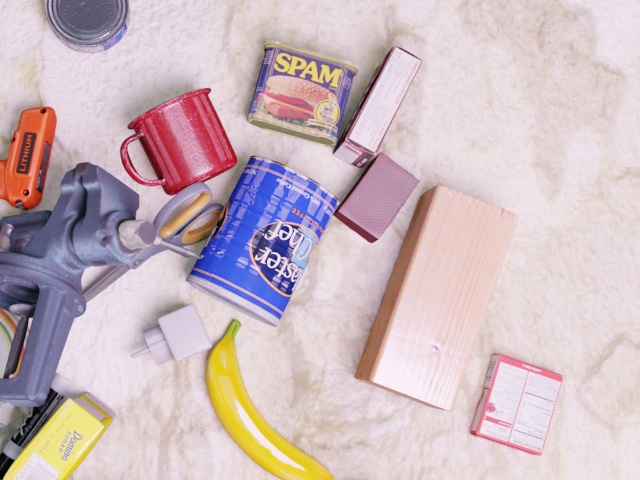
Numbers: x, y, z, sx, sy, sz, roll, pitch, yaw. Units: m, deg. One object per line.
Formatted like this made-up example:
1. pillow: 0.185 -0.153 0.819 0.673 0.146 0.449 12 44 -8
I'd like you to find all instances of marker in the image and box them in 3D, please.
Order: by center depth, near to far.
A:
1. marker: -0.289 0.186 1.059 0.020 0.020 0.121 35 82 -2

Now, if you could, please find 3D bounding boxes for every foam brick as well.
1. foam brick: 0.057 -0.043 1.105 0.053 0.051 0.078 37 82 -2

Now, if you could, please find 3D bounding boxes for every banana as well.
1. banana: -0.062 0.179 1.075 0.069 0.037 0.198 -30 88 -8

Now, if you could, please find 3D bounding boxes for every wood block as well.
1. wood block: 0.116 0.059 1.081 0.091 0.090 0.206 21 82 -5

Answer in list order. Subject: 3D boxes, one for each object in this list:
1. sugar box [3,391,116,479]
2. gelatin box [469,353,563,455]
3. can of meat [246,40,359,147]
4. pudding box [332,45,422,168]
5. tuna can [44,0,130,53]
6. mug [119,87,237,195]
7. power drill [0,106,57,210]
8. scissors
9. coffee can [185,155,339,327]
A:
1. sugar box: -0.236 0.190 0.985 0.048 0.176 0.093 39 82 1
2. gelatin box: 0.203 0.171 1.109 0.073 0.030 0.089 19 82 -5
3. can of meat: -0.020 -0.150 1.106 0.102 0.057 0.084 15 85 -4
4. pudding box: 0.058 -0.136 1.095 0.039 0.090 0.113 26 82 -4
5. tuna can: -0.240 -0.238 1.102 0.086 0.034 0.086 1 84 -6
6. mug: -0.144 -0.092 1.065 0.117 0.093 0.081 -27 92 -32
7. power drill: -0.364 -0.111 1.065 0.187 0.057 0.184 9 87 -2
8. scissors: -0.170 0.015 1.084 0.202 0.096 0.016 -45 63 20
9. coffee can: -0.057 0.001 1.061 0.103 0.103 0.140 27 82 -3
